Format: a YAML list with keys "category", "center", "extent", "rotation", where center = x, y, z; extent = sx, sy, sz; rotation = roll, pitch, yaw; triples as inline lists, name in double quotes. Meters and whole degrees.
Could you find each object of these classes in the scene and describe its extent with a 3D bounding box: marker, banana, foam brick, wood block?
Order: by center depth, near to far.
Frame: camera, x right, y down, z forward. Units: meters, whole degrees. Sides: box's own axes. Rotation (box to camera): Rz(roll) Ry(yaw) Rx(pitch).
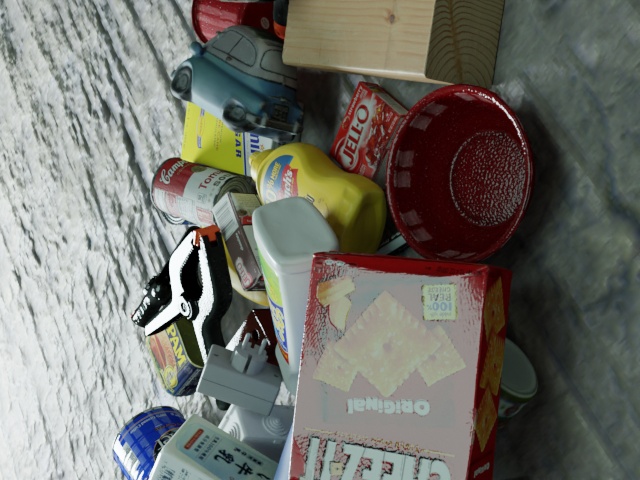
- category: "wood block"
  center: [0.064, -0.202, 1.022]
  extent: [0.206, 0.090, 0.091]
  rotation: [17, 102, 49]
- category: "marker"
  center: [0.087, -0.004, 1.048]
  extent: [0.121, 0.020, 0.020]
  rotation: [-34, 65, 45]
- category: "foam brick"
  center: [-0.063, 0.119, 1.203]
  extent: [0.078, 0.051, 0.053]
  rotation: [-56, 50, 34]
- category: "banana"
  center: [-0.097, 0.015, 1.255]
  extent: [0.070, 0.037, 0.198]
  rotation: [-55, 51, 35]

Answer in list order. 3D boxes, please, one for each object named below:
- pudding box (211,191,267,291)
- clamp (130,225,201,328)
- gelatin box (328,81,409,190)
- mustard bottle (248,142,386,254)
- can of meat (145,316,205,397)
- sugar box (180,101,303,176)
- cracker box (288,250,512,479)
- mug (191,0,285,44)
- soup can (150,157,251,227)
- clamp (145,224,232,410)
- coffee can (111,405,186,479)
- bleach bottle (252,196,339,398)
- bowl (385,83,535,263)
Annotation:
- category: "pudding box"
  center: [-0.058, 0.001, 1.167]
  extent: [0.039, 0.089, 0.113]
  rotation: [-44, 57, 39]
- category: "clamp"
  center: [-0.198, 0.054, 1.357]
  extent: [0.039, 0.120, 0.172]
  rotation: [38, 145, -6]
- category: "gelatin box"
  center: [0.052, -0.105, 1.082]
  extent: [0.073, 0.030, 0.089]
  rotation: [48, 124, 39]
- category: "mustard bottle"
  center: [-0.014, -0.048, 1.104]
  extent: [0.192, 0.058, 0.096]
  rotation: [37, 126, 42]
- category: "can of meat"
  center: [-0.168, 0.133, 1.326]
  extent: [0.084, 0.057, 0.102]
  rotation: [-49, 55, 41]
- category: "sugar box"
  center: [-0.095, -0.126, 1.245]
  extent: [0.177, 0.048, 0.093]
  rotation: [16, 102, 50]
- category: "cracker box"
  center: [0.064, 0.120, 0.892]
  extent: [0.164, 0.072, 0.214]
  rotation: [5, 87, 30]
- category: "mug"
  center: [-0.081, -0.264, 1.199]
  extent: [0.082, 0.093, 0.117]
  rotation: [26, 98, 42]
- category: "soup can"
  center: [-0.139, -0.053, 1.246]
  extent: [0.102, 0.068, 0.068]
  rotation: [18, 104, 33]
- category: "clamp"
  center: [-0.145, 0.070, 1.204]
  extent: [0.165, 0.036, 0.210]
  rotation: [31, 127, 38]
- category: "coffee can"
  center: [-0.179, 0.285, 1.302]
  extent: [0.140, 0.102, 0.103]
  rotation: [43, 122, 41]
- category: "bleach bottle"
  center: [-0.017, 0.082, 1.076]
  extent: [0.103, 0.068, 0.251]
  rotation: [-122, 20, -47]
- category: "bowl"
  center: [0.135, -0.057, 0.956]
  extent: [0.162, 0.055, 0.162]
  rotation: [-1, 89, 45]
